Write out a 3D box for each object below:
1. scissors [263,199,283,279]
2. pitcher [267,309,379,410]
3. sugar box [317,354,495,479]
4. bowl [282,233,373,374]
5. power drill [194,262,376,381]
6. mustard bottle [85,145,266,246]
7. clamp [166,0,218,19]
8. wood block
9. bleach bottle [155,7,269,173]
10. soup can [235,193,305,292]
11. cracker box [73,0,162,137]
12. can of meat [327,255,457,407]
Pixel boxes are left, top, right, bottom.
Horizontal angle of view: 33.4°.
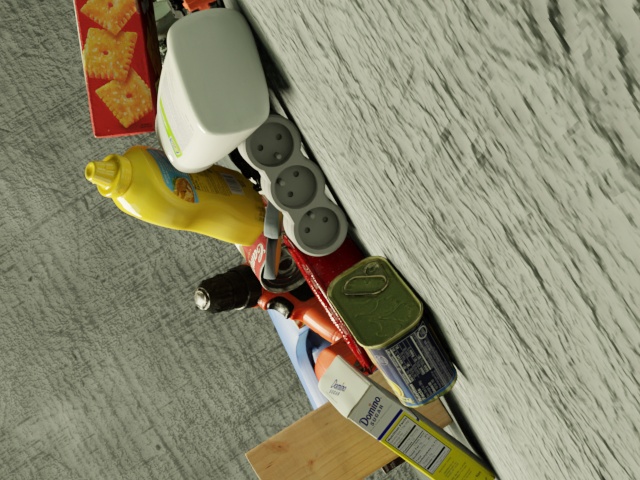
[{"bbox_3d":[-0.044,-0.021,1.102,0.201,0.016,0.096,-79,-5,-79],"label":"scissors"},{"bbox_3d":[0.021,0.160,1.425,0.243,0.144,0.149,60,159,15],"label":"pitcher"},{"bbox_3d":[0.083,0.186,1.043,0.176,0.048,0.093,36,179,-22],"label":"sugar box"},{"bbox_3d":[0.028,0.050,1.042,0.162,0.055,0.162,58,176,6],"label":"bowl"},{"bbox_3d":[-0.028,0.087,1.208,0.188,0.184,0.057,41,125,27],"label":"power drill"},{"bbox_3d":[-0.146,-0.049,1.047,0.191,0.058,0.096,14,-145,-45],"label":"mustard bottle"},{"bbox_3d":[-0.118,-0.213,0.971,0.120,0.039,0.171,60,177,-28],"label":"clamp"},{"bbox_3d":[0.031,0.215,1.167,0.090,0.206,0.091,58,176,8],"label":"wood block"},{"bbox_3d":[-0.109,-0.118,0.931,0.251,0.068,0.102,164,90,-73],"label":"bleach bottle"},{"bbox_3d":[-0.058,0.001,1.203,0.102,0.068,0.068,52,173,43],"label":"soup can"},{"bbox_3d":[-0.202,-0.221,1.083,0.164,0.072,0.214,-109,14,-77],"label":"cracker box"},{"bbox_3d":[0.059,0.074,0.854,0.084,0.057,0.102,58,178,-35],"label":"can of meat"}]
